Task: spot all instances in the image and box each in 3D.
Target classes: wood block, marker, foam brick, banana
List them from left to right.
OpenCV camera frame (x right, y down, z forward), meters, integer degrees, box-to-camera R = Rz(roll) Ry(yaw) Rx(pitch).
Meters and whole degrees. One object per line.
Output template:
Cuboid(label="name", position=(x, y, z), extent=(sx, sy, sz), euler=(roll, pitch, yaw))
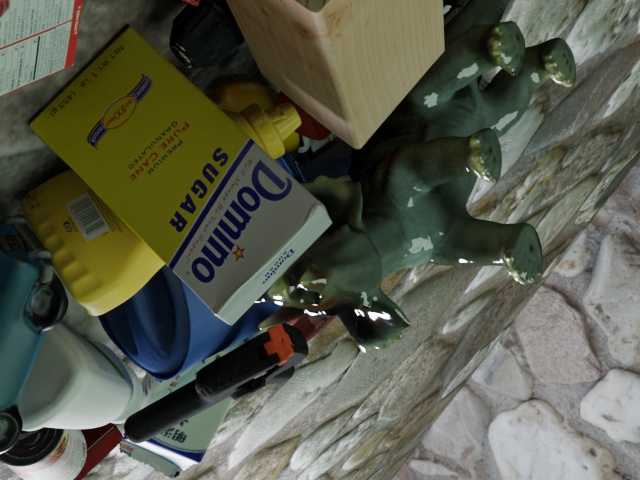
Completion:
Cuboid(label="foam brick", position=(-0.235, 0.191, 1.017), extent=(0.078, 0.053, 0.051), euler=(-42, 161, -14))
Cuboid(label="banana", position=(-0.049, -0.085, 0.889), extent=(0.069, 0.037, 0.198), euler=(-44, 162, -17))
Cuboid(label="marker", position=(-0.020, -0.099, 0.956), extent=(0.020, 0.020, 0.121), euler=(-44, 162, -12))
Cuboid(label="wood block", position=(0.007, -0.139, 0.592), extent=(0.091, 0.090, 0.206), euler=(-49, 166, -4))

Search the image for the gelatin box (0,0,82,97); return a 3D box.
Cuboid(label="gelatin box", position=(-0.169, -0.112, 0.563), extent=(0.089, 0.030, 0.073), euler=(-34, 159, -37))

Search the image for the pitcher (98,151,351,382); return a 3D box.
Cuboid(label="pitcher", position=(-0.056, 0.001, 0.861), extent=(0.242, 0.145, 0.149), euler=(-22, 172, -40))

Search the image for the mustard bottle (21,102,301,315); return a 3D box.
Cuboid(label="mustard bottle", position=(-0.098, -0.037, 0.721), extent=(0.191, 0.096, 0.058), euler=(-32, 156, -7))

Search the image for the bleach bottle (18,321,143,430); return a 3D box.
Cuboid(label="bleach bottle", position=(-0.194, 0.114, 0.864), extent=(0.068, 0.103, 0.250), euler=(-42, 162, -4))

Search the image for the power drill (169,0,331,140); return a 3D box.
Cuboid(label="power drill", position=(-0.015, -0.151, 0.752), extent=(0.184, 0.057, 0.187), euler=(-47, 154, -12))

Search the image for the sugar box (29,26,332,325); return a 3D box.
Cuboid(label="sugar box", position=(-0.087, -0.041, 0.661), extent=(0.093, 0.176, 0.048), euler=(-46, 162, -4))

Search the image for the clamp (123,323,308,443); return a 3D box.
Cuboid(label="clamp", position=(-0.058, 0.106, 0.868), extent=(0.164, 0.036, 0.210), euler=(-19, 168, -34))

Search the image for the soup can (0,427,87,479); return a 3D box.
Cuboid(label="soup can", position=(-0.246, 0.174, 0.931), extent=(0.068, 0.068, 0.102), euler=(-42, 162, -17))
